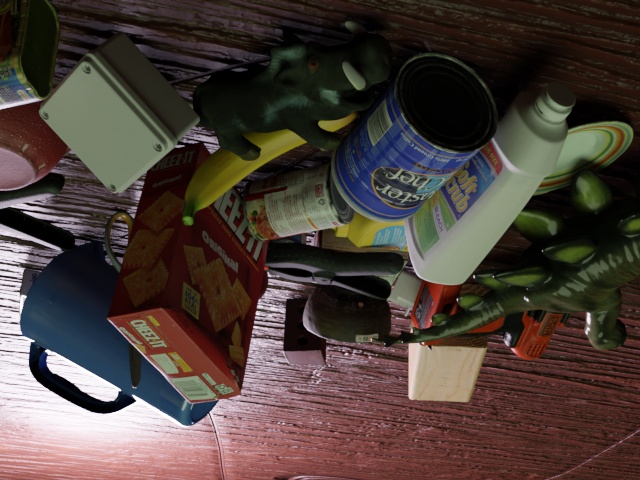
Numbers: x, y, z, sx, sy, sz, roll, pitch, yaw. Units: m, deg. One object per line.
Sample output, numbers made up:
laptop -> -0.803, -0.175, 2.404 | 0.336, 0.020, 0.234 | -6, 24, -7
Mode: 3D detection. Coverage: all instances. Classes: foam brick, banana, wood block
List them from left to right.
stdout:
banana -> -0.056, -0.083, 1.023 | 0.198, 0.070, 0.037 | -35, 138, -3
foam brick -> -0.020, 0.122, 1.434 | 0.053, 0.078, 0.051 | -2, 154, 8
wood block -> 0.169, 0.141, 1.443 | 0.090, 0.091, 0.206 | 2, 153, 2

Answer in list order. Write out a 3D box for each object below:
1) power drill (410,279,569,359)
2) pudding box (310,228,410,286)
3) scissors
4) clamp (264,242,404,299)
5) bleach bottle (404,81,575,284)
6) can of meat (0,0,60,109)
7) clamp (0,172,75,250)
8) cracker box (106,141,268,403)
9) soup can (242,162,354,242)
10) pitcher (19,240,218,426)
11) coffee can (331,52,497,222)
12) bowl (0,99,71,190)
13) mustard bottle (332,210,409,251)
power drill -> 0.213, 0.065, 1.258 | 0.187, 0.057, 0.185 | 4, 126, -18
pudding box -> 0.043, 0.021, 1.279 | 0.113, 0.039, 0.090 | 6, 151, -12
scissors -> -0.194, 0.061, 1.221 | 0.096, 0.202, 0.016 | -10, 168, -31
clamp -> 0.011, 0.034, 1.222 | 0.171, 0.039, 0.120 | 9, 154, 8
bleach bottle -> 0.160, -0.062, 1.001 | 0.068, 0.102, 0.251 | 8, 144, -19
can of meat -> -0.269, -0.157, 0.889 | 0.084, 0.102, 0.057 | -8, 151, 15
clamp -> -0.376, -0.035, 1.197 | 0.210, 0.036, 0.164 | 4, 153, 1
cracker box -> -0.125, 0.033, 1.091 | 0.072, 0.213, 0.164 | -10, 138, 23
soup can -> -0.022, -0.040, 1.131 | 0.102, 0.068, 0.068 | -11, 150, 23
pitcher -> -0.231, 0.127, 1.274 | 0.243, 0.144, 0.149 | 29, 139, 16
coffee can -> 0.084, -0.092, 0.987 | 0.102, 0.103, 0.140 | 12, 151, -19
bowl -> -0.325, -0.096, 1.059 | 0.162, 0.055, 0.162 | 1, 152, 0
mustard bottle -> 0.093, -0.019, 1.174 | 0.191, 0.058, 0.096 | 4, 162, -4
